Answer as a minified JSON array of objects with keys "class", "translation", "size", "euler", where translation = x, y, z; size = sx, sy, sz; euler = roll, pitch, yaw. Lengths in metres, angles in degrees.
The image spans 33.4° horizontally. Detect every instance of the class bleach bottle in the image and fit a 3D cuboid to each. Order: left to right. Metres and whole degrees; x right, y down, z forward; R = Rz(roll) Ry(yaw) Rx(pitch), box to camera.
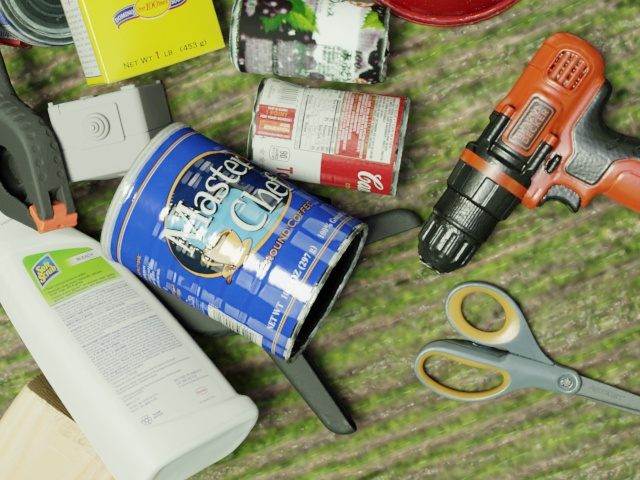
[{"class":"bleach bottle","translation":[-0.155,0.051,0.733],"size":[0.251,0.102,0.068],"euler":[51,136,19]}]

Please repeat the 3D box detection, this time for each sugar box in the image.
[{"class":"sugar box","translation":[-0.133,-0.199,0.701],"size":[0.093,0.048,0.176],"euler":[-24,109,-27]}]

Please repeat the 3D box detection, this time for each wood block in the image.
[{"class":"wood block","translation":[-0.218,0.198,0.769],"size":[0.090,0.090,0.206],"euler":[36,99,0]}]

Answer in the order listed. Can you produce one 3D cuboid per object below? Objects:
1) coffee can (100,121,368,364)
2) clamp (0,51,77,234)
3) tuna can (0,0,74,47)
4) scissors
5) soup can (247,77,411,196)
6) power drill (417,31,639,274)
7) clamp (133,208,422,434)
[{"class":"coffee can","translation":[-0.055,0.001,0.689],"size":[0.140,0.102,0.103],"euler":[29,99,9]},{"class":"clamp","translation":[-0.213,-0.081,0.709],"size":[0.172,0.039,0.120],"euler":[44,137,23]},{"class":"tuna can","translation":[-0.184,-0.175,0.725],"size":[0.086,0.034,0.086],"euler":[-6,102,-27]},{"class":"scissors","translation":[0.168,0.080,0.756],"size":[0.202,0.016,0.096],"euler":[3,98,5]},{"class":"soup can","translation":[0.006,-0.071,0.724],"size":[0.102,0.068,0.068],"euler":[9,98,4]},{"class":"power drill","translation":[0.181,-0.020,0.720],"size":[0.187,0.057,0.184],"euler":[33,99,0]},{"class":"clamp","translation":[-0.045,0.041,0.756],"size":[0.210,0.036,0.164],"euler":[11,89,4]}]
